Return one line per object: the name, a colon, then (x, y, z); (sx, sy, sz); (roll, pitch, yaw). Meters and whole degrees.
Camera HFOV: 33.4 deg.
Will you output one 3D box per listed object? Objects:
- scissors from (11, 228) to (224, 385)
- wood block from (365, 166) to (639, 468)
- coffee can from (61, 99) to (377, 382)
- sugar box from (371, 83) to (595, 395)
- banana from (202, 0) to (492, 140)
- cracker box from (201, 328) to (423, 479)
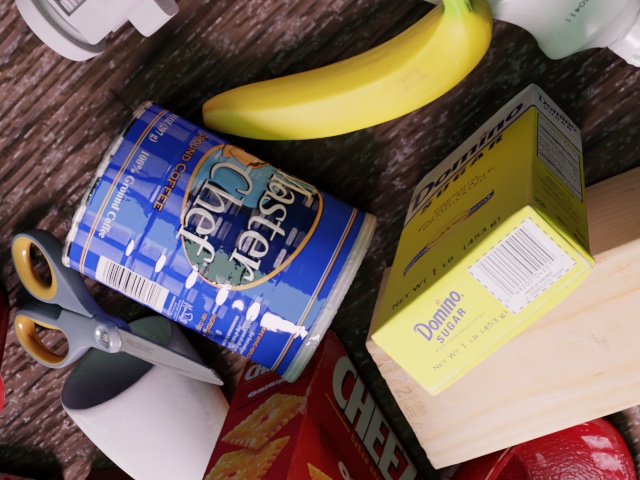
scissors: (-0.128, 0.035, 0.612); (0.202, 0.016, 0.096); (-7, 99, 48)
wood block: (0.139, 0.034, 0.567); (0.206, 0.090, 0.090); (-23, 108, 20)
coffee can: (-0.054, 0.001, 0.584); (0.140, 0.102, 0.103); (27, 117, -1)
sugar box: (0.080, -0.010, 0.511); (0.048, 0.176, 0.093); (43, 114, -12)
banana: (0.020, -0.086, 0.542); (0.069, 0.037, 0.198); (28, 149, -31)
cracker box: (0.005, 0.171, 0.588); (0.072, 0.213, 0.164); (-24, 108, 18)
